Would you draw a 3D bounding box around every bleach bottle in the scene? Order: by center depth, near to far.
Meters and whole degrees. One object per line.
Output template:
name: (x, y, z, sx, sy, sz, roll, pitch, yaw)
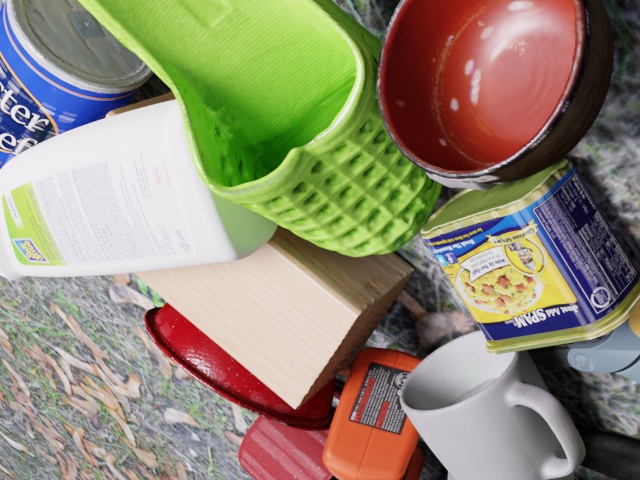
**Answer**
bleach bottle: (-0.151, -0.028, 0.661, 0.251, 0.068, 0.102, -5, 109, 32)

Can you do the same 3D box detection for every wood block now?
wood block: (-0.054, 0.001, 0.709, 0.206, 0.090, 0.091, 38, 122, 13)

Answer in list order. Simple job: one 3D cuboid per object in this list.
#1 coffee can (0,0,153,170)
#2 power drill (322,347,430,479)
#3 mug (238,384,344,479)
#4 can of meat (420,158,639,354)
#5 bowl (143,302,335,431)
coffee can: (-0.186, -0.104, 0.724, 0.103, 0.102, 0.141, 47, 132, -1)
power drill: (0.033, 0.179, 0.736, 0.057, 0.184, 0.188, 13, 139, 10)
mug: (-0.008, 0.166, 0.868, 0.082, 0.093, 0.117, 37, 117, 23)
can of meat: (0.113, 0.009, 0.583, 0.102, 0.057, 0.084, -20, 108, 54)
bowl: (-0.046, 0.072, 0.786, 0.162, 0.055, 0.162, 30, -171, -5)
